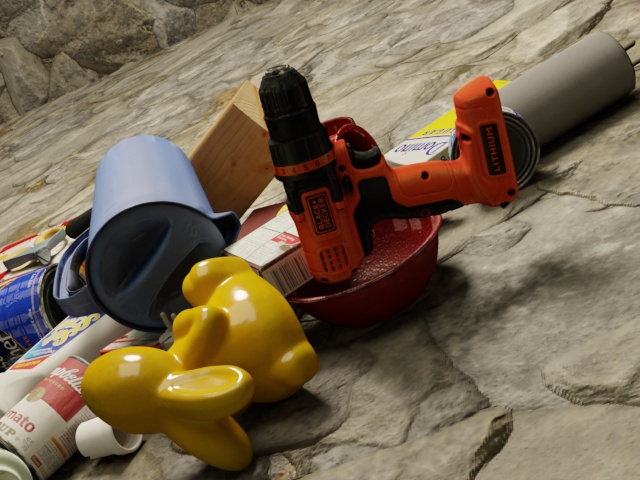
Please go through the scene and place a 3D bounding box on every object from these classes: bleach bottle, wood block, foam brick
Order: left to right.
[{"bbox_3d":[-0.255,0.122,1.095,0.250,0.068,0.103,-41,26,-26],"label":"bleach bottle"},{"bbox_3d":[-0.118,-0.070,1.230,0.206,0.090,0.090,-49,10,24],"label":"wood block"},{"bbox_3d":[-0.058,0.001,1.152,0.051,0.053,0.078,-14,25,32],"label":"foam brick"}]

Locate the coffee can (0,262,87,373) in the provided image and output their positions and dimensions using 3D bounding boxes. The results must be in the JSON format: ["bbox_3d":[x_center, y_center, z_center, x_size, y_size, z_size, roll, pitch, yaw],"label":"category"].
[{"bbox_3d":[-0.337,0.092,1.208,0.140,0.103,0.102,-18,22,23],"label":"coffee can"}]

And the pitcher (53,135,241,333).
[{"bbox_3d":[-0.178,-0.015,1.067,0.149,0.145,0.243,13,20,-18],"label":"pitcher"}]

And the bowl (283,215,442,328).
[{"bbox_3d":[0.043,0.030,0.950,0.162,0.055,0.162,-24,20,9],"label":"bowl"}]

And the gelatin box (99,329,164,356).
[{"bbox_3d":[-0.159,0.101,1.040,0.073,0.030,0.089,-8,15,34],"label":"gelatin box"}]

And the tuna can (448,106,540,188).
[{"bbox_3d":[0.168,-0.088,1.038,0.086,0.086,0.033,-24,18,9],"label":"tuna can"}]

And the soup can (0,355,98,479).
[{"bbox_3d":[-0.239,0.161,0.956,0.102,0.068,0.069,-44,26,-29],"label":"soup can"}]

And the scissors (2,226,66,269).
[{"bbox_3d":[-0.354,0.022,1.297,0.096,0.016,0.202,-28,15,3],"label":"scissors"}]

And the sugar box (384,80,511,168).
[{"bbox_3d":[0.158,-0.115,1.176,0.176,0.048,0.093,-32,21,-17],"label":"sugar box"}]

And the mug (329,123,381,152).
[{"bbox_3d":[0.008,-0.072,1.185,0.082,0.093,0.117,-18,-4,37],"label":"mug"}]

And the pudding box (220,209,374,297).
[{"bbox_3d":[-0.021,0.003,0.954,0.113,0.039,0.090,-32,22,-19],"label":"pudding box"}]

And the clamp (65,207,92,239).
[{"bbox_3d":[-0.253,-0.042,1.307,0.120,0.039,0.172,-43,11,-16],"label":"clamp"}]

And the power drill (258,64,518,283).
[{"bbox_3d":[0.055,-0.072,0.862,0.187,0.184,0.057,-16,20,1],"label":"power drill"}]
